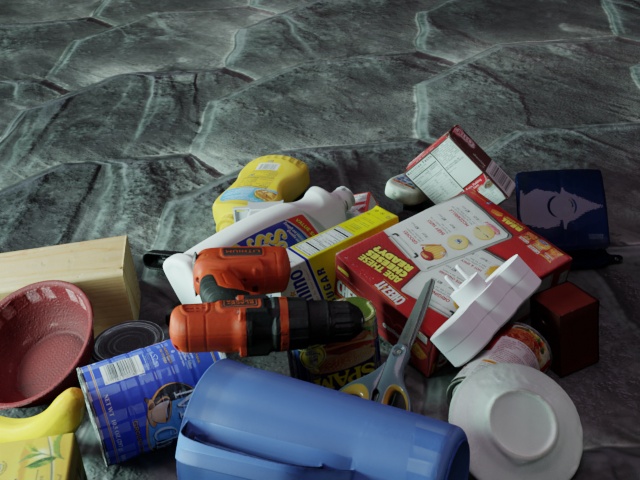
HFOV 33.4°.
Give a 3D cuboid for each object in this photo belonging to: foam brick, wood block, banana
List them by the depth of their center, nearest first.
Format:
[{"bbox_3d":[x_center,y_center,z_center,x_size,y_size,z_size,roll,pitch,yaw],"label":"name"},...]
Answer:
[{"bbox_3d":[-0.291,0.183,1.061,0.198,0.069,0.037,-12,34,36],"label":"banana"},{"bbox_3d":[0.254,0.091,1.110,0.051,0.078,0.053,-21,31,-20],"label":"foam brick"},{"bbox_3d":[-0.325,0.067,1.266,0.206,0.091,0.090,-8,31,-1],"label":"wood block"}]

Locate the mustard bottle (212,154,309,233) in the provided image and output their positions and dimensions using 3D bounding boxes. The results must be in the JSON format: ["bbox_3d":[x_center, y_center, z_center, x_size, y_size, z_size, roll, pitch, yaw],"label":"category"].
[{"bbox_3d":[-0.091,-0.049,1.441,0.096,0.058,0.191,5,32,22],"label":"mustard bottle"}]

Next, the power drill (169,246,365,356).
[{"bbox_3d":[-0.058,0.058,1.070,0.184,0.057,0.188,-1,16,-7],"label":"power drill"}]

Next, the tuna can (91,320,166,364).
[{"bbox_3d":[-0.213,0.126,1.196,0.086,0.034,0.086,-6,31,3],"label":"tuna can"}]

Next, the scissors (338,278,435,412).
[{"bbox_3d":[0.060,0.122,1.073,0.096,0.016,0.201,-6,48,20],"label":"scissors"}]

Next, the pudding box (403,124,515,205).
[{"bbox_3d":[0.175,-0.078,1.348,0.090,0.113,0.039,-39,7,41],"label":"pudding box"}]

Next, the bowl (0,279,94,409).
[{"bbox_3d":[-0.308,0.124,1.169,0.162,0.055,0.162,-13,50,16],"label":"bowl"}]

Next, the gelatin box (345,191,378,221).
[{"bbox_3d":[0.031,-0.015,1.343,0.073,0.030,0.089,-11,48,26],"label":"gelatin box"}]

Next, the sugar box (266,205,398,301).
[{"bbox_3d":[0.015,0.036,1.241,0.176,0.093,0.048,-28,36,-29],"label":"sugar box"}]

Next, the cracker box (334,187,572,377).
[{"bbox_3d":[0.147,0.041,1.201,0.213,0.072,0.164,-26,48,-29],"label":"cracker box"}]

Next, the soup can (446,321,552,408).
[{"bbox_3d":[0.178,0.136,1.060,0.069,0.068,0.102,15,38,33],"label":"soup can"}]

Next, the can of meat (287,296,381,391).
[{"bbox_3d":[0.014,0.113,1.119,0.102,0.084,0.057,-16,31,-14],"label":"can of meat"}]

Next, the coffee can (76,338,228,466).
[{"bbox_3d":[-0.161,0.155,1.069,0.140,0.103,0.103,-17,32,-16],"label":"coffee can"}]

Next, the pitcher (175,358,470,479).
[{"bbox_3d":[0.000,0.193,0.941,0.243,0.145,0.149,10,45,21],"label":"pitcher"}]

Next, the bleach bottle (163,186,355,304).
[{"bbox_3d":[-0.058,0.002,1.259,0.250,0.102,0.068,-36,17,-30],"label":"bleach bottle"}]
